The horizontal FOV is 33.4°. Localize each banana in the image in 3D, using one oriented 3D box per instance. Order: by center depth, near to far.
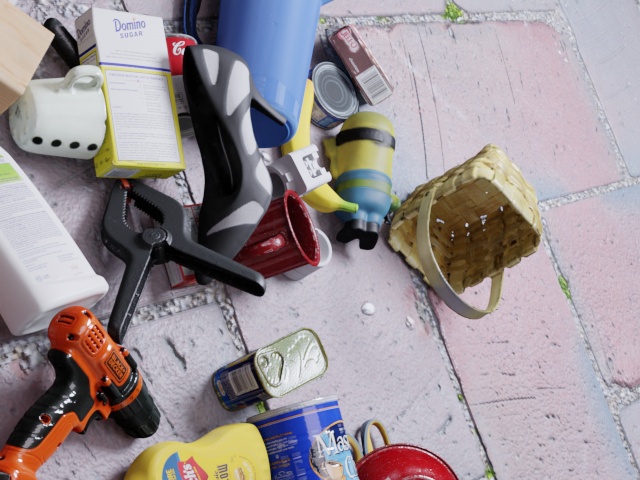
[{"bbox_3d":[-0.016,-0.112,1.348,0.069,0.037,0.198,-14,71,-16],"label":"banana"}]

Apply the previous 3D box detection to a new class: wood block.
[{"bbox_3d":[-0.378,-0.212,1.026,0.205,0.091,0.090,36,51,-26],"label":"wood block"}]

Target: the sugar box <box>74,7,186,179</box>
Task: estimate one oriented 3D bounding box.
[{"bbox_3d":[-0.205,-0.156,1.145,0.093,0.048,0.176,0,74,-43],"label":"sugar box"}]

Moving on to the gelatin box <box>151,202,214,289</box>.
[{"bbox_3d":[-0.143,0.004,1.191,0.073,0.030,0.089,-11,79,-44],"label":"gelatin box"}]

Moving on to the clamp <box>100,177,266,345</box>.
[{"bbox_3d":[-0.158,0.008,1.100,0.164,0.036,0.210,-12,49,-17],"label":"clamp"}]

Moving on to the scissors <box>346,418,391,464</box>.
[{"bbox_3d":[0.054,0.305,1.239,0.096,0.016,0.202,13,62,-30],"label":"scissors"}]

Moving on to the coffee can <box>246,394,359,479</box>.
[{"bbox_3d":[-0.013,0.246,1.145,0.102,0.103,0.140,-4,74,-44],"label":"coffee can"}]

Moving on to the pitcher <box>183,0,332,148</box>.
[{"bbox_3d":[-0.079,-0.241,1.308,0.144,0.149,0.243,36,51,-46],"label":"pitcher"}]

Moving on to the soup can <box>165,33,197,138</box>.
[{"bbox_3d":[-0.167,-0.176,1.224,0.068,0.069,0.102,3,69,-43],"label":"soup can"}]

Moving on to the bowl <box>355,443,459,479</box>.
[{"bbox_3d":[0.101,0.311,1.208,0.162,0.055,0.162,3,80,-14],"label":"bowl"}]

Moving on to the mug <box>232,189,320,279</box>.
[{"bbox_3d":[-0.058,0.001,1.209,0.117,0.082,0.093,-52,120,-72],"label":"mug"}]

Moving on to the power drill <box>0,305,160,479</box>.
[{"bbox_3d":[-0.228,0.180,0.982,0.187,0.057,0.184,-63,144,-34],"label":"power drill"}]

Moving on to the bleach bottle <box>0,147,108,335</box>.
[{"bbox_3d":[-0.307,-0.036,1.016,0.251,0.068,0.102,58,32,9],"label":"bleach bottle"}]

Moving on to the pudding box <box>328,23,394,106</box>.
[{"bbox_3d":[0.057,-0.242,1.462,0.113,0.039,0.090,58,12,-8],"label":"pudding box"}]

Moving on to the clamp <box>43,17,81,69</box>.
[{"bbox_3d":[-0.229,-0.174,1.187,0.120,0.039,0.171,-25,95,-42],"label":"clamp"}]

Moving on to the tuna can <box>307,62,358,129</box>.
[{"bbox_3d":[0.010,-0.194,1.425,0.086,0.034,0.086,20,58,-36],"label":"tuna can"}]

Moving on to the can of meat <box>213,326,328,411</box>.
[{"bbox_3d":[-0.056,0.142,1.168,0.101,0.084,0.057,-22,87,-47],"label":"can of meat"}]

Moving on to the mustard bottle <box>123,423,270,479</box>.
[{"bbox_3d":[-0.137,0.245,1.060,0.191,0.058,0.096,-6,89,-44],"label":"mustard bottle"}]
